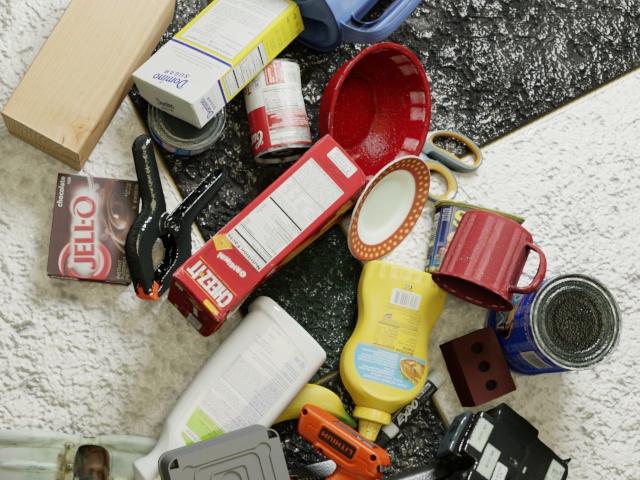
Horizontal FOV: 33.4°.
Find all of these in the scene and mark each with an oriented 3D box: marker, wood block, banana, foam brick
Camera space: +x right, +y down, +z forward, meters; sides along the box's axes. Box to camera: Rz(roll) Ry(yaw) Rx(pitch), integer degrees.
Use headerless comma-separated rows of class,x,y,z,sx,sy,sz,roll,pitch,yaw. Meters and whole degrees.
marker,0.094,0.192,1.183,0.020,0.020,0.121,45,76,-1
wood block,-0.246,-0.190,1.146,0.091,0.090,0.206,29,77,-5
banana,-0.058,0.196,1.145,0.197,0.037,0.069,-14,82,-13
foam brick,0.175,0.142,1.190,0.053,0.051,0.078,-20,85,-13

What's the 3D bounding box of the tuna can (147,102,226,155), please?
tuna can,-0.149,-0.138,1.184,0.086,0.034,0.086,2,81,-10

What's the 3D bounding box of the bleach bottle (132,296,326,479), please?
bleach bottle,-0.110,0.179,1.085,0.102,0.068,0.250,44,71,-1

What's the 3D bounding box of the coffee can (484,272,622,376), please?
coffee can,0.251,0.094,1.166,0.102,0.140,0.103,2,81,-10

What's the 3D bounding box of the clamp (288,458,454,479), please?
clamp,0.056,0.279,1.144,0.210,0.036,0.164,22,55,2

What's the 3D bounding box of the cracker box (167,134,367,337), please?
cracker box,-0.057,0.001,1.112,0.213,0.164,0.072,-43,89,-14

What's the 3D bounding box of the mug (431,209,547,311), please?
mug,0.184,0.022,1.128,0.093,0.117,0.081,38,71,-47

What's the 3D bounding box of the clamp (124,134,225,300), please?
clamp,-0.171,-0.025,1.132,0.120,0.039,0.171,30,67,-33

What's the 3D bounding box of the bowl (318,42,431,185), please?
bowl,0.050,-0.138,1.174,0.161,0.055,0.162,-16,113,-41

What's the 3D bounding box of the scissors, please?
scissors,0.089,-0.107,1.233,0.201,0.016,0.096,17,78,-7

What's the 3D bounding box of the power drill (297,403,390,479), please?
power drill,-0.030,0.265,1.087,0.184,0.057,0.187,30,90,14

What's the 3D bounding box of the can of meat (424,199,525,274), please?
can of meat,0.173,0.006,1.210,0.102,0.057,0.084,13,81,-8

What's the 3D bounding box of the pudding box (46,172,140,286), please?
pudding box,-0.241,-0.011,1.143,0.090,0.039,0.113,6,80,-10

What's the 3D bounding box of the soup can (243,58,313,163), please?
soup can,-0.048,-0.143,1.186,0.068,0.068,0.102,-8,82,-12

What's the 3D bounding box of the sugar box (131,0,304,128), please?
sugar box,-0.108,-0.204,1.151,0.093,0.048,0.176,29,66,30

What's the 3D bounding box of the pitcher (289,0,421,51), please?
pitcher,0.054,-0.332,1.206,0.242,0.145,0.149,-46,113,-17

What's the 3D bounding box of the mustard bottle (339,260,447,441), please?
mustard bottle,0.073,0.125,1.170,0.096,0.058,0.191,16,78,-9
